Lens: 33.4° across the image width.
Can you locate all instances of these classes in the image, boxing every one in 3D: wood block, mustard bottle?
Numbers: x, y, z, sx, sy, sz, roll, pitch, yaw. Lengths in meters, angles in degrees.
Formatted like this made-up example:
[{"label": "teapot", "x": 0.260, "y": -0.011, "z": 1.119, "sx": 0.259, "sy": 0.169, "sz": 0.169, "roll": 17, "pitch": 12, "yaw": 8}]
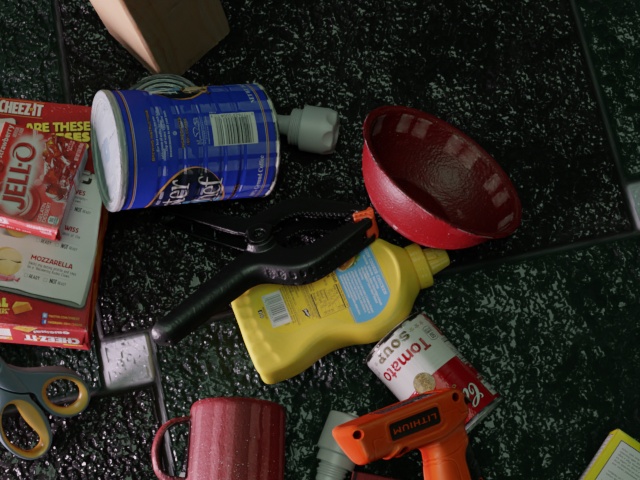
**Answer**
[{"label": "wood block", "x": -0.157, "y": -0.234, "z": 0.954, "sx": 0.090, "sy": 0.206, "sz": 0.091, "roll": -43, "pitch": 75, "yaw": -7}, {"label": "mustard bottle", "x": 0.022, "y": 0.048, "z": 0.936, "sx": 0.191, "sy": 0.058, "sz": 0.096, "roll": -22, "pitch": 58, "yaw": -1}]

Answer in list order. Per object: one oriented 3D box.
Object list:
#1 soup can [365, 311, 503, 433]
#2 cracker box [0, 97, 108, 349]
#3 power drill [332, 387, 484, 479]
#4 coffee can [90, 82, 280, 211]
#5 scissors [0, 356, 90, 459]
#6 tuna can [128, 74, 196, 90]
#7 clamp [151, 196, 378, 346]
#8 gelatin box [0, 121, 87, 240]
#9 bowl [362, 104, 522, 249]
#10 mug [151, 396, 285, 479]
[{"label": "soup can", "x": 0.096, "y": 0.119, "z": 0.907, "sx": 0.068, "sy": 0.068, "sz": 0.102, "roll": -41, "pitch": 75, "yaw": -6}, {"label": "cracker box", "x": -0.275, "y": -0.017, "z": 0.952, "sx": 0.164, "sy": 0.072, "sz": 0.213, "roll": 5, "pitch": 68, "yaw": -8}, {"label": "power drill", "x": 0.075, "y": 0.219, "z": 0.809, "sx": 0.184, "sy": 0.057, "sz": 0.187, "roll": -19, "pitch": 87, "yaw": -22}, {"label": "coffee can", "x": -0.118, "y": -0.082, "z": 0.923, "sx": 0.140, "sy": 0.103, "sz": 0.103, "roll": -7, "pitch": 73, "yaw": -23}, {"label": "scissors", "x": -0.257, "y": 0.101, "z": 0.902, "sx": 0.096, "sy": 0.202, "sz": 0.016, "roll": -28, "pitch": 35, "yaw": -24}, {"label": "tuna can", "x": -0.146, "y": -0.111, "z": 1.006, "sx": 0.086, "sy": 0.034, "sz": 0.086, "roll": 0, "pitch": 77, "yaw": 1}, {"label": "clamp", "x": -0.056, "y": 0.001, "z": 0.939, "sx": 0.210, "sy": 0.036, "sz": 0.164, "roll": -18, "pitch": 45, "yaw": -1}, {"label": "gelatin box", "x": -0.247, "y": -0.050, "z": 0.913, "sx": 0.073, "sy": 0.030, "sz": 0.089, "roll": 14, "pitch": 66, "yaw": -4}, {"label": "bowl", "x": 0.094, "y": -0.045, "z": 0.931, "sx": 0.162, "sy": 0.161, "sz": 0.055, "roll": 46, "pitch": 125, "yaw": 14}, {"label": "mug", "x": -0.082, "y": 0.177, "z": 0.894, "sx": 0.117, "sy": 0.093, "sz": 0.081, "roll": 5, "pitch": 70, "yaw": -10}]
